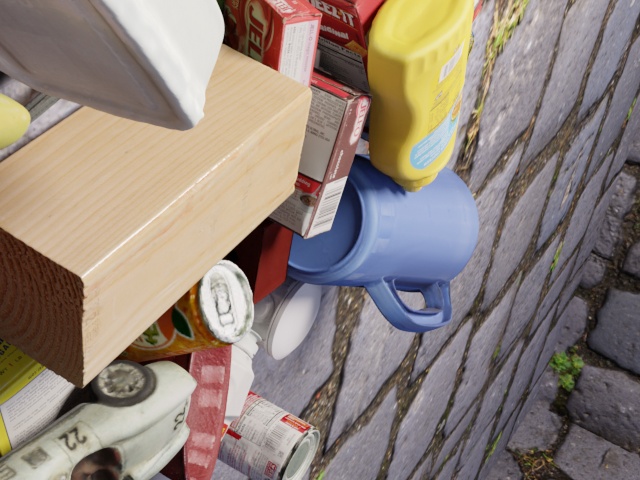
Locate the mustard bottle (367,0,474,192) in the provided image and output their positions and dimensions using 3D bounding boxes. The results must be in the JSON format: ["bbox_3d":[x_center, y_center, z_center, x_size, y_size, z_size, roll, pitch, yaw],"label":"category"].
[{"bbox_3d":[0.072,-0.101,0.800,0.096,0.058,0.191,-53,158,-28],"label":"mustard bottle"}]

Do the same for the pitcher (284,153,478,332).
[{"bbox_3d":[0.049,-0.007,0.950,0.242,0.149,0.145,1,113,-65],"label":"pitcher"}]

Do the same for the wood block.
[{"bbox_3d":[-0.102,-0.025,0.614,0.205,0.091,0.090,-46,157,-42],"label":"wood block"}]

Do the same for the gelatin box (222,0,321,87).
[{"bbox_3d":[-0.035,-0.123,0.685,0.030,0.073,0.089,-17,136,-28],"label":"gelatin box"}]

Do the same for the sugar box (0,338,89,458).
[{"bbox_3d":[-0.175,0.114,0.675,0.093,0.048,0.176,-43,155,-35],"label":"sugar box"}]

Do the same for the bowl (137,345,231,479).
[{"bbox_3d":[-0.105,0.102,0.774,0.162,0.055,0.162,6,89,-85],"label":"bowl"}]

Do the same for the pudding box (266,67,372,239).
[{"bbox_3d":[-0.023,-0.070,0.763,0.039,0.090,0.114,-24,138,-57],"label":"pudding box"}]

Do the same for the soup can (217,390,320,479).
[{"bbox_3d":[-0.060,0.174,0.955,0.068,0.102,0.068,-51,156,-33],"label":"soup can"}]

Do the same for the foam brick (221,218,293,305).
[{"bbox_3d":[-0.055,0.001,0.825,0.051,0.053,0.078,-40,149,-48],"label":"foam brick"}]
